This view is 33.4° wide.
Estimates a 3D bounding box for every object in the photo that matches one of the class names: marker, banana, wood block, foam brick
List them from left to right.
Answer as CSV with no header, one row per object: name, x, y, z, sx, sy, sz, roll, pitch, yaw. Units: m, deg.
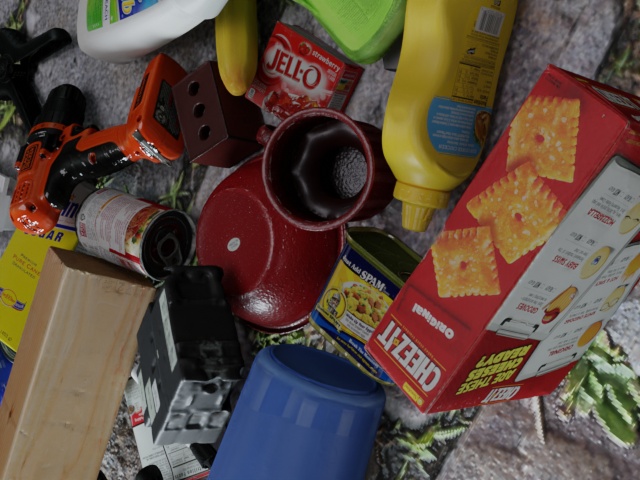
wood block,-0.236,0.121,1.007,0.091,0.090,0.206,30,103,63
marker,-0.128,0.155,0.943,0.121,0.020,0.020,46,117,28
foam brick,-0.089,-0.111,0.943,0.053,0.051,0.078,-29,68,35
banana,-0.076,-0.206,0.925,0.037,0.069,0.198,-6,74,6

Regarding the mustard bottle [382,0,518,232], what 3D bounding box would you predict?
mustard bottle,0.088,-0.100,0.770,0.058,0.096,0.192,18,101,37

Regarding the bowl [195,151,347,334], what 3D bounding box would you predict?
bowl,-0.056,0.001,0.914,0.162,0.055,0.162,-1,89,40

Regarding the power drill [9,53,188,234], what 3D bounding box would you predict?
power drill,-0.207,-0.105,1.013,0.188,0.057,0.184,-22,46,29

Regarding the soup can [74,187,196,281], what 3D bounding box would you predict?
soup can,-0.175,-0.007,1.004,0.102,0.068,0.068,18,101,39

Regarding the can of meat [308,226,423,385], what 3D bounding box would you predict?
can of meat,0.047,0.051,0.827,0.102,0.057,0.084,41,116,33

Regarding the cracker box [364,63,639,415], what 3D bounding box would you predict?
cracker box,0.145,0.004,0.678,0.072,0.163,0.214,47,117,32

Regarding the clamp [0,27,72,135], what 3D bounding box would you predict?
clamp,-0.327,-0.174,1.153,0.172,0.039,0.120,16,95,45

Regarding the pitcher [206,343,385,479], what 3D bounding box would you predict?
pitcher,-0.031,0.214,0.841,0.149,0.144,0.243,23,101,25

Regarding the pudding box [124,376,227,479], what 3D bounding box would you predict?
pudding box,-0.132,0.167,0.984,0.090,0.039,0.113,-26,75,35

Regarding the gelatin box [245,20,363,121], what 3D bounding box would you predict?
gelatin box,-0.016,-0.133,0.899,0.089,0.030,0.073,39,113,33

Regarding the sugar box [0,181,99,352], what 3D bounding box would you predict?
sugar box,-0.274,0.020,1.072,0.093,0.048,0.176,26,91,37

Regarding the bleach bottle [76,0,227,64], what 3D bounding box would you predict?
bleach bottle,-0.133,-0.226,0.927,0.251,0.068,0.102,-7,74,55

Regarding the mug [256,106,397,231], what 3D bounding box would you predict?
mug,0.003,-0.060,0.835,0.117,0.081,0.093,27,103,21
